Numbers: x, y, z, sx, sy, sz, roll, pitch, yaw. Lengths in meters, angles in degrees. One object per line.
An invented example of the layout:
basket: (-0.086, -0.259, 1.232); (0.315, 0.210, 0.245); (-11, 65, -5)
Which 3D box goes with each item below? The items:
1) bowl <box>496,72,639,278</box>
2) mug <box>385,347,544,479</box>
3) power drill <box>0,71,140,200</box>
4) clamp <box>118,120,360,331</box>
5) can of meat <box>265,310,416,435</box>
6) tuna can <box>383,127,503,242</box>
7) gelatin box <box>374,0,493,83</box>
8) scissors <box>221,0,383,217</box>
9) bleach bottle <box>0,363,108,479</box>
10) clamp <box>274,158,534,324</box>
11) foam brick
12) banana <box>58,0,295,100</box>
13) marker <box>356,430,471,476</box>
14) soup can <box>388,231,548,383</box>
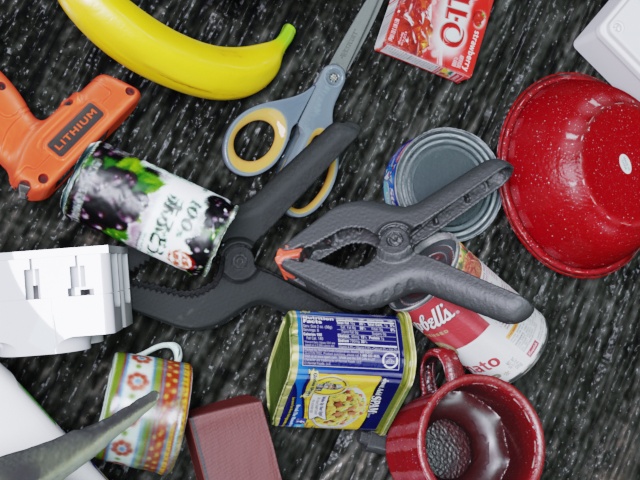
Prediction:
bowl: (0.212, -0.053, 0.802); (0.161, 0.055, 0.162); (3, 83, -27)
mug: (0.092, 0.133, 0.744); (0.093, 0.082, 0.117); (-12, 80, -20)
power drill: (-0.215, -0.133, 0.719); (0.187, 0.057, 0.184); (42, 77, -6)
clamp: (-0.055, 0.001, 0.750); (0.209, 0.036, 0.164); (-3, 98, -10)
can of meat: (0.011, 0.091, 0.736); (0.084, 0.102, 0.057); (4, 53, -11)
tuna can: (0.091, -0.040, 0.799); (0.086, 0.034, 0.086); (1, 86, -14)
gelatin box: (0.090, -0.174, 0.810); (0.073, 0.030, 0.089); (20, 82, -12)
scissors: (-0.012, -0.118, 0.788); (0.096, 0.016, 0.202); (15, 82, -14)
bleach bottle: (-0.153, 0.183, 0.698); (0.250, 0.103, 0.068); (48, 68, -15)
clamp: (0.058, -0.002, 0.718); (0.171, 0.039, 0.120); (2, 56, 10)
foam brick: (-0.061, 0.150, 0.737); (0.051, 0.053, 0.078); (-15, 91, -15)
banana: (-0.099, -0.135, 0.729); (0.197, 0.037, 0.069); (10, 66, -40)
marker: (0.084, 0.160, 0.790); (0.121, 0.020, 0.020); (17, 82, -13)
soup can: (0.107, 0.051, 0.769); (0.102, 0.069, 0.068); (39, 77, -22)
